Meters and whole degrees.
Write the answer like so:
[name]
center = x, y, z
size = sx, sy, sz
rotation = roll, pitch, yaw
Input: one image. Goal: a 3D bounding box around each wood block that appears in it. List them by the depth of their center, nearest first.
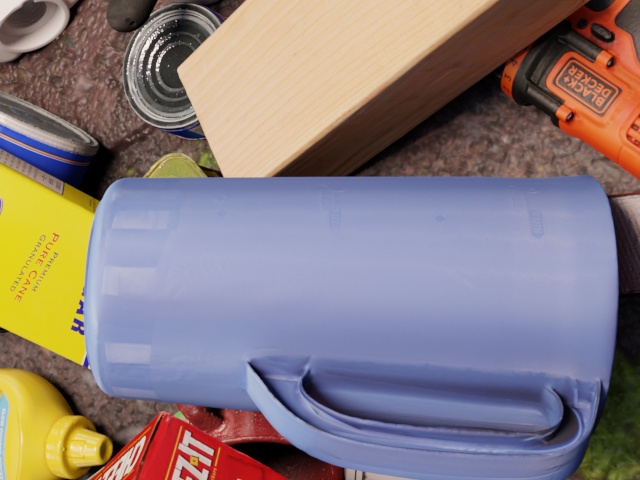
[wood block]
center = 0.027, -0.110, 0.572
size = 0.207, 0.090, 0.091
rotation = -34, 75, 41

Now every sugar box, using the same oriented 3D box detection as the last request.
[sugar box]
center = -0.164, 0.015, 0.659
size = 0.176, 0.048, 0.093
rotation = 29, 100, -16

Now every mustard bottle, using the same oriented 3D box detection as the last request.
[mustard bottle]
center = -0.224, 0.134, 0.725
size = 0.192, 0.058, 0.096
rotation = 0, 86, 26

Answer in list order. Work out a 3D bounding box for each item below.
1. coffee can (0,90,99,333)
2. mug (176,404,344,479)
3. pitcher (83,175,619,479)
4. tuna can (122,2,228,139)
[coffee can]
center = -0.225, -0.023, 0.717
size = 0.103, 0.102, 0.140
rotation = 30, 98, 25
[mug]
center = -0.042, 0.095, 0.604
size = 0.093, 0.117, 0.081
rotation = -27, 44, 28
[pitcher]
center = 0.014, 0.035, 0.515
size = 0.243, 0.149, 0.145
rotation = 3, 85, 0
[tuna can]
center = -0.086, -0.111, 0.697
size = 0.086, 0.033, 0.086
rotation = -3, 84, 25
